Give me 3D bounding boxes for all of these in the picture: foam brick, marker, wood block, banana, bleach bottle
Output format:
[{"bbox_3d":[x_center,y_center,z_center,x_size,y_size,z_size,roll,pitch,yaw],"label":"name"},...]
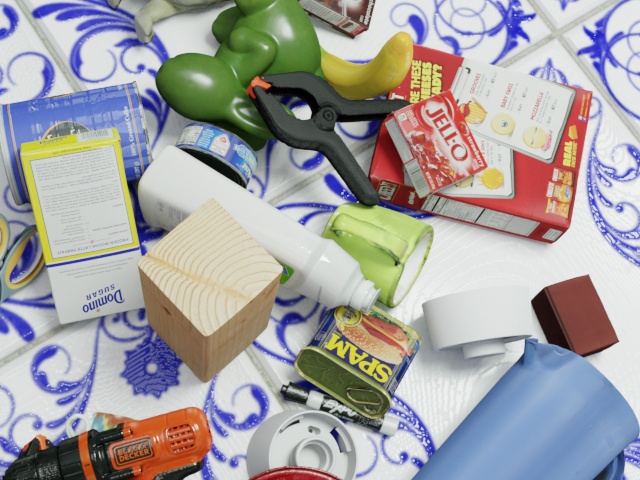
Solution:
[{"bbox_3d":[0.259,0.082,1.093,0.051,0.053,0.078,-18,76,-12],"label":"foam brick"},{"bbox_3d":[0.018,0.166,1.057,0.121,0.020,0.020,19,71,1],"label":"marker"},{"bbox_3d":[-0.103,0.053,0.983,0.090,0.206,0.091,-42,81,-17],"label":"wood block"},{"bbox_3d":[0.045,-0.178,1.107,0.037,0.198,0.069,-44,115,-18],"label":"banana"},{"bbox_3d":[-0.057,0.001,1.046,0.251,0.102,0.068,29,69,10],"label":"bleach bottle"}]

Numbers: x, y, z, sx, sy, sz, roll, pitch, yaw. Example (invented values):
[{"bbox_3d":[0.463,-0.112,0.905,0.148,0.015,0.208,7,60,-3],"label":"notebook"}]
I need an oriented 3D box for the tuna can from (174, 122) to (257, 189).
[{"bbox_3d":[-0.108,-0.084,1.091,0.086,0.086,0.033,23,69,2],"label":"tuna can"}]

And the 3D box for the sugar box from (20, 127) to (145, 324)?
[{"bbox_3d":[-0.224,-0.013,1.028,0.093,0.048,0.176,-11,115,-10],"label":"sugar box"}]

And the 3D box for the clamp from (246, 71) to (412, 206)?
[{"bbox_3d":[0.012,-0.124,1.062,0.171,0.039,0.120,35,64,-8],"label":"clamp"}]

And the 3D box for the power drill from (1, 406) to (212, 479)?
[{"bbox_3d":[-0.167,0.252,0.925,0.184,0.057,0.187,-16,89,-2],"label":"power drill"}]

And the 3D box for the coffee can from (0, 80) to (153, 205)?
[{"bbox_3d":[-0.245,-0.098,1.072,0.140,0.103,0.103,-11,73,-10],"label":"coffee can"}]

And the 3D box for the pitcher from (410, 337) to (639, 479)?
[{"bbox_3d":[0.179,0.225,1.007,0.242,0.145,0.149,-43,69,-13],"label":"pitcher"}]

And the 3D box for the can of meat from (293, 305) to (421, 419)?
[{"bbox_3d":[0.039,0.111,1.049,0.102,0.057,0.083,32,53,4],"label":"can of meat"}]

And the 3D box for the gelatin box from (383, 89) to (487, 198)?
[{"bbox_3d":[0.114,-0.097,1.058,0.073,0.030,0.089,-24,89,-25],"label":"gelatin box"}]

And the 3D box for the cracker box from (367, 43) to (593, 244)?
[{"bbox_3d":[0.167,-0.102,1.135,0.213,0.072,0.164,14,71,0],"label":"cracker box"}]

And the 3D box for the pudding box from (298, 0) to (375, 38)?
[{"bbox_3d":[0.021,-0.294,1.185,0.090,0.039,0.113,23,71,-23],"label":"pudding box"}]

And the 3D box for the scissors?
[{"bbox_3d":[-0.336,0.057,1.031,0.016,0.096,0.201,13,61,45],"label":"scissors"}]
